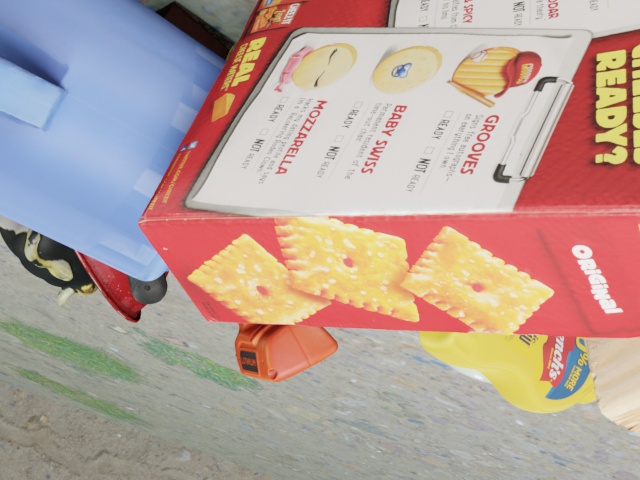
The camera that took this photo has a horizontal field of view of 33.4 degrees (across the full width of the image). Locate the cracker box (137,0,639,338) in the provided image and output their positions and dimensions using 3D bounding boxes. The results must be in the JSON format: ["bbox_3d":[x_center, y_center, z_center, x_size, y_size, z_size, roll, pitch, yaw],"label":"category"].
[{"bbox_3d":[0.061,-0.046,0.402,0.214,0.164,0.072,0,139,29],"label":"cracker box"}]

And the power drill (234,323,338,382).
[{"bbox_3d":[-0.055,0.001,0.725,0.187,0.057,0.185,66,165,-3],"label":"power drill"}]

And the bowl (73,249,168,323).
[{"bbox_3d":[-0.164,-0.016,0.869,0.162,0.055,0.162,63,180,-1],"label":"bowl"}]

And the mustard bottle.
[{"bbox_3d":[0.157,0.074,0.793,0.191,0.096,0.058,34,157,-33],"label":"mustard bottle"}]

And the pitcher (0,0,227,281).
[{"bbox_3d":[-0.152,-0.081,0.468,0.242,0.149,0.145,30,137,-9],"label":"pitcher"}]
